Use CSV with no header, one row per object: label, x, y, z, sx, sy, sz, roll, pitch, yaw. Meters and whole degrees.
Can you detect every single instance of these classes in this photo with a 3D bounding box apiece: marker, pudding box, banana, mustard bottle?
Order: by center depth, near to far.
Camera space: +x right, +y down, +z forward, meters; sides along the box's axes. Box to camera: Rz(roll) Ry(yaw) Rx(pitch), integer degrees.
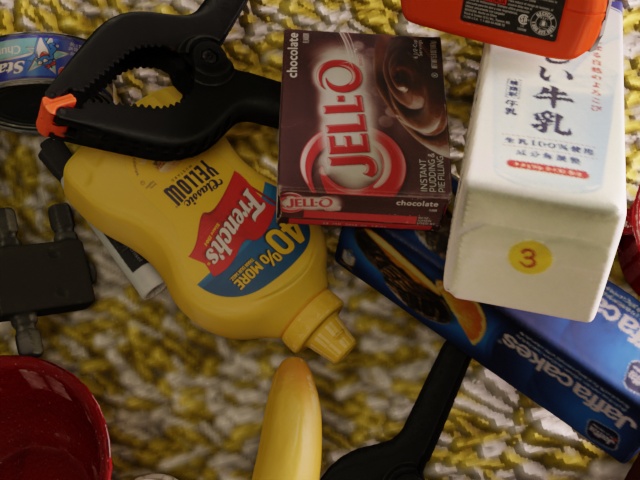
pudding box,0.022,-0.061,0.579,0.090,0.039,0.113,3,56,-4
banana,-0.041,0.162,0.584,0.070,0.037,0.198,28,88,32
mustard bottle,-0.054,0.001,0.625,0.192,0.058,0.096,43,62,10
marker,-0.136,-0.016,0.658,0.020,0.020,0.121,-38,78,-3

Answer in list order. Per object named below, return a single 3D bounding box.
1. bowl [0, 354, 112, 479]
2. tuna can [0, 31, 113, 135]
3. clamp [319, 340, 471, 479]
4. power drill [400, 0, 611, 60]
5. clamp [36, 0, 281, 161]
bowl,-0.179,0.148,0.594,0.162,0.055,0.162,-9,57,14
tuna can,-0.168,-0.093,0.643,0.086,0.086,0.034,-6,76,4
clamp,0.052,0.131,0.602,0.171,0.039,0.120,-26,60,1
power drill,0.108,-0.175,0.602,0.184,0.057,0.187,15,39,17
clamp,-0.060,-0.092,0.622,0.209,0.036,0.164,-29,78,-31
